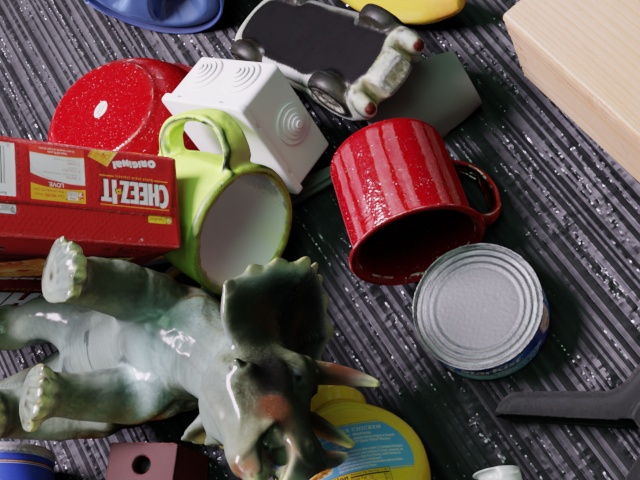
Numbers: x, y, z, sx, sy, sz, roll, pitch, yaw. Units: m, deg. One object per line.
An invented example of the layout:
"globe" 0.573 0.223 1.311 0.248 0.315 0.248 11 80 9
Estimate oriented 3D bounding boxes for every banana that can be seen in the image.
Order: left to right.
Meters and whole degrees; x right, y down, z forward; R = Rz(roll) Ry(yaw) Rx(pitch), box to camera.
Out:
"banana" 0.030 -0.214 0.823 0.037 0.070 0.198 -21 58 -37

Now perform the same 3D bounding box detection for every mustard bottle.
"mustard bottle" 0.022 0.156 0.653 0.096 0.058 0.191 -15 40 0

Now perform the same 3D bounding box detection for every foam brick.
"foam brick" -0.113 0.179 0.726 0.053 0.051 0.078 -3 68 21

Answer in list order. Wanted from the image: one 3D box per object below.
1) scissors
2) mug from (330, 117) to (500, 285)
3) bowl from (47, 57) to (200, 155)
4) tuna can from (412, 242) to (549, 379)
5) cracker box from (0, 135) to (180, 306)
"scissors" -0.055 0.001 0.795 0.202 0.016 0.096 -13 67 17
"mug" 0.066 -0.029 0.724 0.117 0.093 0.081 -7 57 -14
"bowl" -0.158 -0.088 0.842 0.162 0.055 0.162 -11 59 19
"tuna can" 0.106 0.047 0.699 0.086 0.033 0.086 -8 67 19
"cracker box" -0.217 -0.004 0.726 0.214 0.163 0.072 -23 68 51
